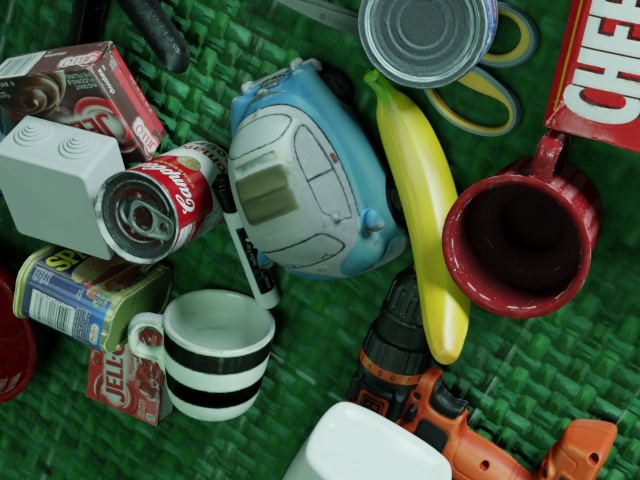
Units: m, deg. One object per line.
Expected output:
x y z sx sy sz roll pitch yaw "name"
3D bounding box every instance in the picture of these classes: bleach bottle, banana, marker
0.010 0.217 0.800 0.102 0.068 0.251 31 142 8 "bleach bottle"
0.068 -0.017 0.714 0.037 0.069 0.198 -21 82 38 "banana"
-0.055 0.001 0.792 0.020 0.020 0.121 2 130 25 "marker"

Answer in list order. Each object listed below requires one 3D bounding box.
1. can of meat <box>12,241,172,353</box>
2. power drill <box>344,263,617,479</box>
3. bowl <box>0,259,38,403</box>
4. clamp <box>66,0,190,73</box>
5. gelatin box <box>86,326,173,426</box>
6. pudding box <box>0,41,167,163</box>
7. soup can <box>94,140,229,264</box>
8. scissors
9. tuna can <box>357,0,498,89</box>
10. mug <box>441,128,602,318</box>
-0.176 0.039 0.842 0.084 0.102 0.057 23 117 14 "can of meat"
0.109 0.125 0.762 0.188 0.057 0.185 26 121 18 "power drill"
-0.304 0.062 0.929 0.162 0.055 0.162 10 120 17 "bowl"
-0.166 -0.194 0.792 0.120 0.039 0.171 -12 98 31 "clamp"
-0.157 0.103 0.895 0.073 0.030 0.089 19 115 19 "gelatin box"
-0.185 -0.100 0.808 0.114 0.039 0.090 1 135 33 "pudding box"
-0.108 -0.030 0.783 0.069 0.102 0.068 9 111 23 "soup can"
0.059 -0.148 0.712 0.202 0.016 0.096 39 118 8 "scissors"
0.068 -0.140 0.676 0.086 0.033 0.086 7 113 17 "tuna can"
0.136 -0.018 0.683 0.093 0.081 0.117 18 115 19 "mug"
